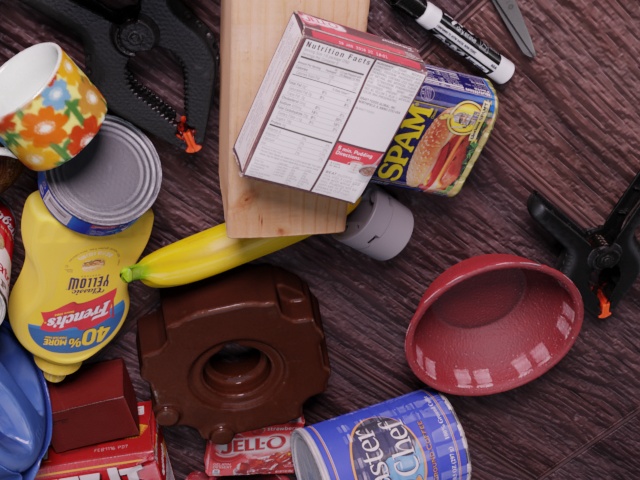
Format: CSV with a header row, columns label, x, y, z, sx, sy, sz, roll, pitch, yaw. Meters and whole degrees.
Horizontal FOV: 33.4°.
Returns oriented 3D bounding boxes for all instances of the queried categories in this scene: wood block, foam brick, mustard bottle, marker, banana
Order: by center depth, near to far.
label,x,y,z,sx,sy,sz,roll,pitch,yaw
wood block,-0.024,-0.110,0.752,0.090,0.091,0.206,-3,129,-10
marker,0.096,-0.153,0.788,0.121,0.020,0.020,29,118,-30
banana,-0.062,0.001,0.854,0.197,0.070,0.037,-22,98,-7
mustard bottle,-0.200,0.043,0.860,0.096,0.058,0.192,-5,133,-33
foam brick,-0.205,0.146,0.950,0.078,0.051,0.053,-12,129,-2

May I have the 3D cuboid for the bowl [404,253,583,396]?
label,x,y,z,sx,sy,sz,roll,pitch,yaw
bowl,0.148,0.065,0.953,0.162,0.055,0.162,-6,130,-7

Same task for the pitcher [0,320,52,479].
label,x,y,z,sx,sy,sz,roll,pitch,yaw
pitcher,-0.359,0.147,0.876,0.243,0.149,0.145,-19,141,12

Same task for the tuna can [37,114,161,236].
label,x,y,z,sx,sy,sz,roll,pitch,yaw
tuna can,-0.162,-0.047,0.779,0.086,0.086,0.034,13,158,-21

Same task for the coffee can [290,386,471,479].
label,x,y,z,sx,sy,sz,roll,pitch,yaw
coffee can,0.055,0.205,0.999,0.140,0.103,0.103,-15,131,-17

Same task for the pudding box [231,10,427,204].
label,x,y,z,sx,sy,sz,roll,pitch,yaw
pudding box,0.004,-0.084,0.695,0.090,0.039,0.114,14,122,-22

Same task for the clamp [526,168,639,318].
label,x,y,z,sx,sy,sz,roll,pitch,yaw
clamp,0.252,-0.002,0.931,0.120,0.039,0.171,-18,136,9

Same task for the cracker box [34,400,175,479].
label,x,y,z,sx,sy,sz,roll,pitch,yaw
cracker box,-0.220,0.261,1.027,0.164,0.072,0.214,-9,129,-3

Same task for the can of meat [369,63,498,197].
label,x,y,z,sx,sy,sz,roll,pitch,yaw
can of meat,0.077,-0.085,0.816,0.083,0.057,0.102,9,127,-22

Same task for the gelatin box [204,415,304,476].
label,x,y,z,sx,sy,sz,roll,pitch,yaw
gelatin box,-0.065,0.193,1.030,0.089,0.030,0.073,1,128,-13

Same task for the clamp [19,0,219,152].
label,x,y,z,sx,sy,sz,roll,pitch,yaw
clamp,-0.139,-0.147,0.734,0.164,0.036,0.210,-15,126,3
